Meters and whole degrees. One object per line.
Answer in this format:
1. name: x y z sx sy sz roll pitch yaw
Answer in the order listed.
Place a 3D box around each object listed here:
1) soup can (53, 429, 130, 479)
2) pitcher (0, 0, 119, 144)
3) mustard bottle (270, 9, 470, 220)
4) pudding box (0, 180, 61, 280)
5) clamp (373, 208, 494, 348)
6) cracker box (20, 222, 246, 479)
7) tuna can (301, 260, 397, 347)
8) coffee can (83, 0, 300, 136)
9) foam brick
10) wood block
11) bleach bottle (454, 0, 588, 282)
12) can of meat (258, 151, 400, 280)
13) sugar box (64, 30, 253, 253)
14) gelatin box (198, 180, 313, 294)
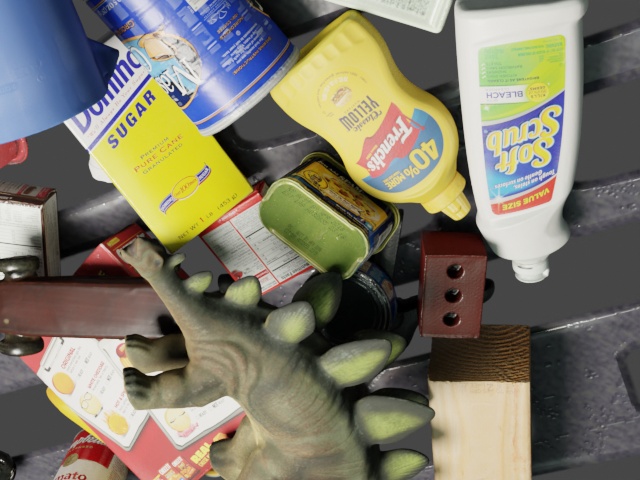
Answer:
1. soup can: -0.237 0.248 1.087 0.068 0.102 0.068 4 120 7
2. pitcher: -0.255 -0.186 0.727 0.145 0.149 0.243 -7 115 23
3. mustard bottle: 0.055 -0.088 0.872 0.096 0.058 0.191 -39 108 21
4. pudding box: -0.291 0.001 0.993 0.090 0.039 0.113 8 122 4
5. clamp: 0.057 0.052 0.964 0.172 0.039 0.120 -39 101 19
6. cracker box: -0.156 0.115 0.991 0.213 0.072 0.164 46 118 0
7. tuna can: 0.024 0.057 0.936 0.086 0.033 0.086 6 111 15
8. coffee can: -0.099 -0.166 0.827 0.103 0.102 0.140 -33 109 24
9. foam brick: 0.111 0.037 0.906 0.053 0.051 0.078 1 112 1
10. wood block: 0.152 0.188 0.995 0.090 0.090 0.206 -1 120 11
11. bleach bottle: 0.169 -0.078 0.858 0.103 0.068 0.251 -5 121 12
12. can of meat: 0.007 -0.020 0.889 0.102 0.083 0.057 37 116 6
13. sugar box: -0.145 -0.085 0.896 0.093 0.048 0.176 -39 112 -4
14. gelatin box: -0.056 0.001 0.958 0.073 0.030 0.089 -30 111 22
